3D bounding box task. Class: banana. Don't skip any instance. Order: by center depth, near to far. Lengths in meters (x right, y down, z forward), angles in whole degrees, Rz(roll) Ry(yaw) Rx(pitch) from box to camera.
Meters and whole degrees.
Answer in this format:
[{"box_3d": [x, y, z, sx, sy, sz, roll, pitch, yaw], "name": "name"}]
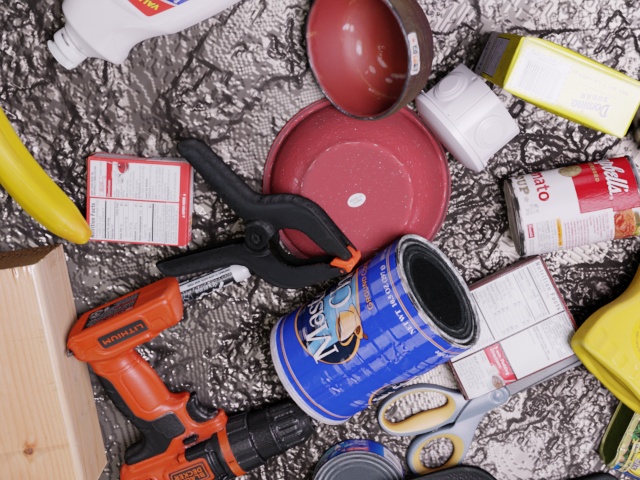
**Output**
[{"box_3d": [-0.260, -0.078, 0.889, 0.037, 0.070, 0.198, -36, 103, -31], "name": "banana"}]

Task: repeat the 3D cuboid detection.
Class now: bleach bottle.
[{"box_3d": [-0.108, -0.214, 0.855, 0.251, 0.068, 0.102, -34, 98, 11], "name": "bleach bottle"}]

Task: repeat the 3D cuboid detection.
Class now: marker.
[{"box_3d": [-0.092, 0.035, 0.927, 0.121, 0.020, 0.020, -22, 100, 6], "name": "marker"}]

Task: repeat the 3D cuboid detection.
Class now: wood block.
[{"box_3d": [-0.254, 0.116, 0.914, 0.091, 0.090, 0.206, -8, 101, 3], "name": "wood block"}]

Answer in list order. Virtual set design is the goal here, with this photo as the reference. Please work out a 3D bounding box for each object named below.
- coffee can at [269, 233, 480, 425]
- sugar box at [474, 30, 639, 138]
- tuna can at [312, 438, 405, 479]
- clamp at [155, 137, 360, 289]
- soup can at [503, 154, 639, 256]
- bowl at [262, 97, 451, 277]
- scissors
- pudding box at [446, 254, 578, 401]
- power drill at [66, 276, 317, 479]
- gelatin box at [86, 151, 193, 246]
[{"box_3d": [0.043, 0.074, 0.867, 0.140, 0.102, 0.103, -35, 99, 28], "name": "coffee can"}, {"box_3d": [0.174, -0.121, 0.804, 0.093, 0.176, 0.048, 23, 99, -2], "name": "sugar box"}, {"box_3d": [0.034, 0.222, 0.953, 0.086, 0.033, 0.086, 0, 102, 2], "name": "tuna can"}, {"box_3d": [-0.056, 0.001, 0.868, 0.171, 0.039, 0.120, 26, 118, 9], "name": "clamp"}, {"box_3d": [0.208, -0.028, 0.878, 0.102, 0.068, 0.068, -10, 101, 5], "name": "soup can"}, {"box_3d": [0.030, -0.041, 0.889, 0.162, 0.055, 0.162, 1, 102, 2], "name": "bowl"}, {"box_3d": [0.152, 0.155, 0.944, 0.202, 0.016, 0.096, -9, 99, 5], "name": "scissors"}, {"box_3d": [0.156, 0.075, 0.910, 0.113, 0.039, 0.090, -26, 87, 5], "name": "pudding box"}, {"box_3d": [-0.116, 0.129, 0.917, 0.184, 0.057, 0.187, -23, 107, 7], "name": "power drill"}, {"box_3d": [-0.154, -0.035, 0.909, 0.089, 0.030, 0.073, 4, 103, 1], "name": "gelatin box"}]
